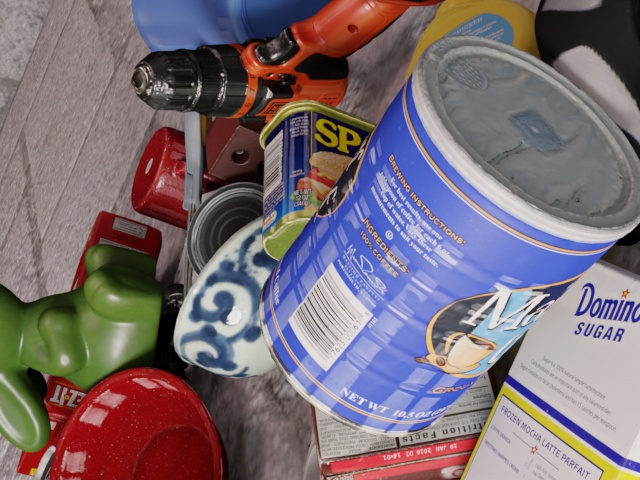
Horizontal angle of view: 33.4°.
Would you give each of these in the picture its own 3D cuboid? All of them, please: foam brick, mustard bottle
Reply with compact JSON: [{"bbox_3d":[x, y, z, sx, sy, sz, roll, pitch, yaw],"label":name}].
[{"bbox_3d":[-0.042,-0.071,0.818,0.053,0.078,0.051,-52,28,35],"label":"foam brick"},{"bbox_3d":[0.085,-0.073,0.569,0.096,0.058,0.191,-38,36,35],"label":"mustard bottle"}]

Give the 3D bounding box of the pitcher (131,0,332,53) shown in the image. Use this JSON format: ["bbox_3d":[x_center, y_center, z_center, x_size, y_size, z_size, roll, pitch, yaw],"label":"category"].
[{"bbox_3d":[-0.075,-0.197,0.924,0.243,0.144,0.149,-154,53,-63],"label":"pitcher"}]

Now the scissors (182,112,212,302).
[{"bbox_3d":[-0.099,-0.040,0.856,0.096,0.016,0.202,55,-144,-88],"label":"scissors"}]

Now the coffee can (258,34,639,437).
[{"bbox_3d":[0.050,0.001,0.442,0.140,0.102,0.103,-54,28,39],"label":"coffee can"}]

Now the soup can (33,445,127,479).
[{"bbox_3d":[-0.175,0.209,0.852,0.069,0.102,0.068,-45,34,43],"label":"soup can"}]

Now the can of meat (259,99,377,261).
[{"bbox_3d":[0.014,-0.025,0.639,0.058,0.102,0.084,-42,38,46],"label":"can of meat"}]

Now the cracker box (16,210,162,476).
[{"bbox_3d":[-0.217,0.105,1.015,0.164,0.072,0.213,125,158,-54],"label":"cracker box"}]

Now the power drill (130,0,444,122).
[{"bbox_3d":[-0.014,-0.143,0.716,0.188,0.184,0.057,-33,74,43],"label":"power drill"}]

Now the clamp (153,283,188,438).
[{"bbox_3d":[-0.128,0.105,0.894,0.172,0.039,0.120,144,130,-73],"label":"clamp"}]

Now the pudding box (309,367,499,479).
[{"bbox_3d":[0.039,0.068,0.530,0.039,0.090,0.113,80,-179,-46],"label":"pudding box"}]

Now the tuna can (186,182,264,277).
[{"bbox_3d":[-0.055,0.001,0.786,0.086,0.033,0.086,-7,71,20],"label":"tuna can"}]

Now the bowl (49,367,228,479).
[{"bbox_3d":[-0.122,0.176,0.779,0.162,0.055,0.162,-10,70,30],"label":"bowl"}]

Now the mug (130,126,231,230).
[{"bbox_3d":[-0.113,-0.052,0.944,0.117,0.081,0.093,0,71,64],"label":"mug"}]
